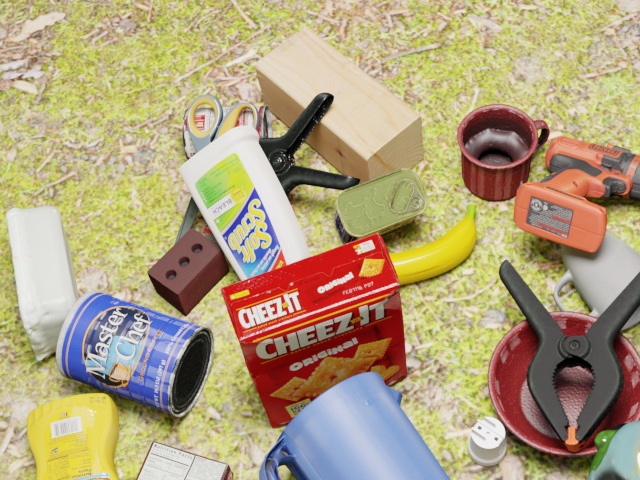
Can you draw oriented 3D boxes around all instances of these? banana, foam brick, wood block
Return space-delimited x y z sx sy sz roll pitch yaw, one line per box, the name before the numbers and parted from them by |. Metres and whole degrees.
banana | 0.102 0.019 1.232 0.197 0.037 0.070 -19 41 -6
foam brick | -0.154 0.036 1.242 0.053 0.051 0.078 33 68 24
wood block | 0.023 -0.159 1.315 0.090 0.091 0.206 -39 63 -15

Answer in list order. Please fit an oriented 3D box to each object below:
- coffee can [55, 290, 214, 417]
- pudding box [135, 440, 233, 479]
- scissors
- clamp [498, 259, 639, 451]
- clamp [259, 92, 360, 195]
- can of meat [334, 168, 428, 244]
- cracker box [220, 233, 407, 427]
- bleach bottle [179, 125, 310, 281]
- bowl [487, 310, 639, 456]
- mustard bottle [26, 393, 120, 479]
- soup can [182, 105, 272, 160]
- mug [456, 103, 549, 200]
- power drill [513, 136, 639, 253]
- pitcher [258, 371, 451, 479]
coffee can | -0.201 0.123 1.166 0.140 0.103 0.102 16 62 16
pudding box | -0.153 0.274 1.107 0.090 0.039 0.113 14 60 16
scissors | -0.152 -0.091 1.290 0.096 0.016 0.202 37 92 10
clamp | 0.268 0.107 1.079 0.165 0.036 0.210 -8 62 17
clamp | -0.036 -0.083 1.247 0.172 0.039 0.120 -31 67 19
can of meat | 0.067 -0.035 1.231 0.102 0.084 0.057 -21 81 -7
cracker box | 0.002 0.099 1.089 0.164 0.213 0.072 -20 59 -5
bleach bottle | -0.058 0.001 1.206 0.103 0.068 0.251 -34 82 19
bowl | 0.255 0.157 1.115 0.162 0.055 0.162 -3 59 5
mustard bottle | -0.254 0.260 1.115 0.096 0.058 0.191 -13 58 1
soup can | -0.115 -0.133 1.330 0.102 0.068 0.068 -1 59 7
mug | 0.218 -0.106 1.263 0.117 0.081 0.093 -27 60 -9
power drill | 0.313 -0.051 1.189 0.185 0.057 0.187 19 32 28
pitcher | 0.064 0.262 1.034 0.149 0.144 0.243 -41 64 6
